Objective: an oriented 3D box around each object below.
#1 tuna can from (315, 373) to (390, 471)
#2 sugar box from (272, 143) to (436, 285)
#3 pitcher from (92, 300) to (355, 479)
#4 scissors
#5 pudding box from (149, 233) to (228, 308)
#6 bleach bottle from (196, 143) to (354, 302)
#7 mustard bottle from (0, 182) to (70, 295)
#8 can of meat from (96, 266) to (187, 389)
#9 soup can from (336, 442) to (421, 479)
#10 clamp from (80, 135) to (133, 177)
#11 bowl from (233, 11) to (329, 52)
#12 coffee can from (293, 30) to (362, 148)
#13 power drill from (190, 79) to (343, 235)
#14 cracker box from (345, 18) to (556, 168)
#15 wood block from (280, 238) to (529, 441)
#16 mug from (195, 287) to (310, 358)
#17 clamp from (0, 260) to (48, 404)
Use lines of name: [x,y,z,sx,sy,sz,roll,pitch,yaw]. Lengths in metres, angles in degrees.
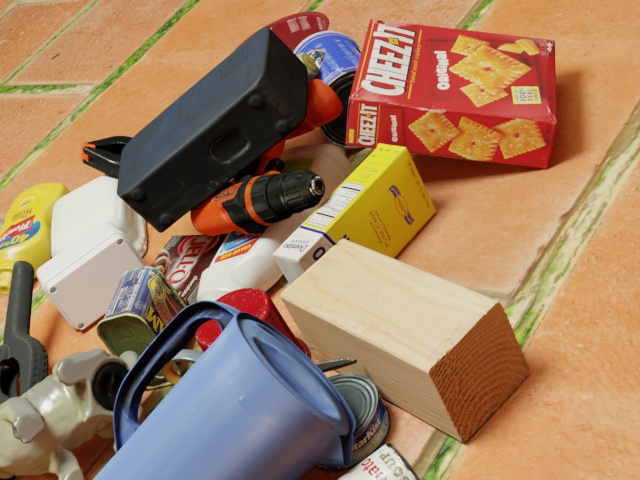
tuna can: [0.017,0.159,0.933,0.086,0.033,0.086,-20,35,14]
sugar box: [0.038,-0.008,1.084,0.048,0.093,0.176,13,53,46]
pitcher: [-0.104,0.177,0.867,0.243,0.145,0.149,-45,25,7]
scissors: [-0.069,0.116,0.973,0.202,0.096,0.016,-32,22,36]
pudding box: [-0.153,0.040,1.212,0.090,0.039,0.113,-3,42,35]
bleach bottle: [-0.058,0.001,1.171,0.103,0.068,0.250,-4,43,41]
mustard bottle: [-0.394,0.004,1.425,0.096,0.058,0.191,-19,35,19]
can of meat: [-0.179,0.089,1.113,0.057,0.102,0.084,-16,34,21]
soup can: [0.032,0.212,0.822,0.102,0.068,0.069,-34,34,-8]
clamp: [-0.227,-0.102,1.403,0.171,0.039,0.120,-3,30,-14]
bowl: [-0.051,-0.256,1.510,0.162,0.055,0.162,-20,35,14]
coffee can: [0.025,-0.188,1.321,0.103,0.102,0.140,-29,34,0]
power drill: [-0.043,-0.090,1.155,0.185,0.057,0.187,-11,40,42]
cracker box: [0.145,-0.163,1.154,0.214,0.072,0.164,8,43,6]
wood block: [0.071,0.082,0.943,0.090,0.090,0.206,-42,35,-19]
mug: [-0.069,0.093,1.040,0.093,0.081,0.117,-22,34,11]
clamp: [-0.347,0.126,1.206,0.210,0.036,0.164,37,99,49]
